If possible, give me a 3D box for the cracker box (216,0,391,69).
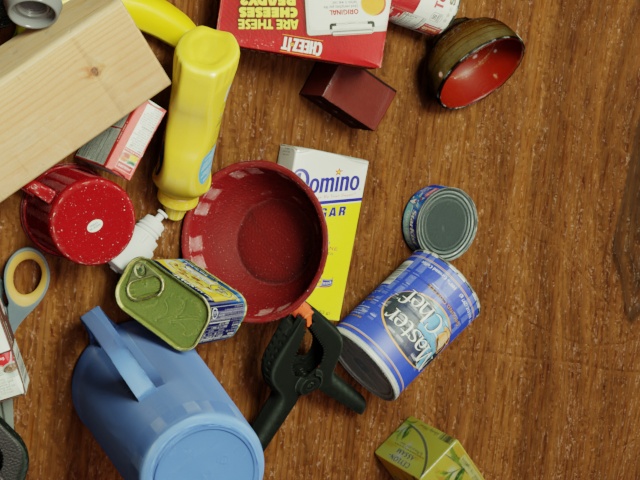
[{"bbox_3d":[-0.007,-0.284,1.039,0.164,0.072,0.214,8,96,-4],"label":"cracker box"}]

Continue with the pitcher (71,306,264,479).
[{"bbox_3d":[-0.146,0.159,0.973,0.149,0.243,0.145,13,97,-26],"label":"pitcher"}]

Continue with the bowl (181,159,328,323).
[{"bbox_3d":[-0.057,0.001,1.072,0.055,0.162,0.162,1,101,-67],"label":"bowl"}]

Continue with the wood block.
[{"bbox_3d":[-0.248,-0.123,0.928,0.206,0.090,0.090,-36,123,-10],"label":"wood block"}]

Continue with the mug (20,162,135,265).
[{"bbox_3d":[-0.230,-0.029,0.983,0.117,0.082,0.093,38,80,-30],"label":"mug"}]

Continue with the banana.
[{"bbox_3d":[-0.198,-0.208,0.998,0.197,0.037,0.070,-5,119,-28],"label":"banana"}]

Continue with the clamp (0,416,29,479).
[{"bbox_3d":[-0.323,0.239,1.006,0.120,0.039,0.171,-17,104,-24],"label":"clamp"}]

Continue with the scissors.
[{"bbox_3d":[-0.285,0.092,1.010,0.096,0.016,0.202,-21,109,-18],"label":"scissors"}]

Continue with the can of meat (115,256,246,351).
[{"bbox_3d":[-0.132,0.058,1.027,0.057,0.102,0.083,-62,160,12],"label":"can of meat"}]

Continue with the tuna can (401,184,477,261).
[{"bbox_3d":[0.136,-0.020,1.223,0.086,0.034,0.086,-6,102,-29],"label":"tuna can"}]

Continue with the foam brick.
[{"bbox_3d":[0.029,-0.156,1.126,0.078,0.053,0.051,30,84,-30],"label":"foam brick"}]

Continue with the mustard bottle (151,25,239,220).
[{"bbox_3d":[-0.123,-0.100,1.016,0.058,0.096,0.192,13,125,-5],"label":"mustard bottle"}]

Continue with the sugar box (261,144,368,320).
[{"bbox_3d":[-0.011,-0.008,1.135,0.093,0.048,0.176,8,96,-31],"label":"sugar box"}]

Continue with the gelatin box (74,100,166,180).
[{"bbox_3d":[-0.186,-0.098,0.991,0.030,0.089,0.073,30,84,-32],"label":"gelatin box"}]

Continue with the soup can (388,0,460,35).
[{"bbox_3d":[0.090,-0.263,1.132,0.102,0.069,0.068,12,93,-31],"label":"soup can"}]

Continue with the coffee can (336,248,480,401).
[{"bbox_3d":[0.092,0.093,1.176,0.140,0.103,0.102,-42,117,-20],"label":"coffee can"}]

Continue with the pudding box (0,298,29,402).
[{"bbox_3d":[-0.325,0.099,0.968,0.090,0.039,0.113,-17,106,-8],"label":"pudding box"}]

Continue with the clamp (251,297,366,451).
[{"bbox_3d":[-0.027,0.150,1.124,0.164,0.036,0.210,-28,137,-21],"label":"clamp"}]
